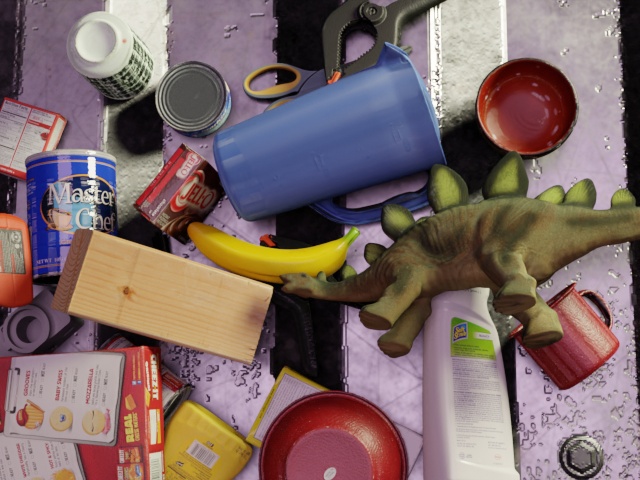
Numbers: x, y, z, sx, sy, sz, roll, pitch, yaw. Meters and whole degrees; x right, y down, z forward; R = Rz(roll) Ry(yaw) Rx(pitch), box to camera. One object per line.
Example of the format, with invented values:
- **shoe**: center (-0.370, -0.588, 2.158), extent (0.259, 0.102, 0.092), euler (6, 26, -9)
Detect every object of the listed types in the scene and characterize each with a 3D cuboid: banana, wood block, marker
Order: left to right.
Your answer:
- **wood block**: center (-0.168, 0.061, 1.143), extent (0.205, 0.090, 0.091), euler (19, 83, -23)
- **marker**: center (-0.174, 0.048, 1.229), extent (0.020, 0.020, 0.121), euler (-16, 80, 4)
- **banana**: center (-0.057, 0.015, 1.180), extent (0.198, 0.037, 0.069), euler (3, 48, 9)

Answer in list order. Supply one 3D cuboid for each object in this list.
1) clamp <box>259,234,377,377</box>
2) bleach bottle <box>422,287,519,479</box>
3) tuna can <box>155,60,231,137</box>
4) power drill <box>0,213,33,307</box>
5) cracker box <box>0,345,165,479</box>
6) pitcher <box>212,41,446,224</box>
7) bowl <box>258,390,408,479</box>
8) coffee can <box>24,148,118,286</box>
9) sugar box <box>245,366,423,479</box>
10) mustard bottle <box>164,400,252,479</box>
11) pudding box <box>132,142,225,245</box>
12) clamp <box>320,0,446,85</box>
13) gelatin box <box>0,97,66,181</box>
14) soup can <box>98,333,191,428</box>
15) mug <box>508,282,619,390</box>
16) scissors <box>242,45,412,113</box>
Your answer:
- **clamp**: center (-0.002, 0.056, 1.198), extent (0.120, 0.039, 0.171), euler (-28, 75, -14)
- **bleach bottle**: center (0.158, 0.137, 1.148), extent (0.102, 0.068, 0.251), euler (9, 73, -27)
- **tuna can**: center (-0.148, -0.165, 1.253), extent (0.086, 0.033, 0.086), euler (-1, 81, 7)
- **power drill**: center (-0.401, 0.055, 1.196), extent (0.188, 0.057, 0.184), euler (-16, 79, 36)
- **cracker box**: center (-0.274, 0.200, 1.126), extent (0.214, 0.072, 0.164), euler (-5, 82, 10)
- **pitcher**: center (0.014, -0.098, 1.184), extent (0.243, 0.145, 0.149), euler (-19, 67, 7)
- **bowl**: center (0.011, 0.238, 1.113), extent (0.162, 0.055, 0.162), euler (-1, 84, 5)
- **coffee can**: center (-0.281, -0.024, 1.211), extent (0.103, 0.103, 0.140), euler (-5, 81, 6)
- **sugar box**: center (0.018, 0.217, 1.167), extent (0.176, 0.048, 0.093), euler (27, 85, 6)
- **mustard bottle**: center (-0.165, 0.277, 1.169), extent (0.096, 0.058, 0.191), euler (37, 87, -8)
- **pudding box**: center (-0.154, -0.050, 1.195), extent (0.039, 0.113, 0.090), euler (38, 87, 14)
- **clamp**: center (0.070, -0.258, 1.234), extent (0.164, 0.036, 0.210), euler (19, 76, 9)
- **gelatin box**: center (-0.354, -0.118, 1.272), extent (0.073, 0.030, 0.089), euler (18, 83, 11)
- **soup can**: center (-0.204, 0.159, 1.190), extent (0.102, 0.068, 0.068), euler (34, 86, 10)
- **mug**: center (0.269, 0.099, 1.140), extent (0.117, 0.093, 0.081), euler (-36, 82, -33)
- **scissors**: center (0.009, -0.174, 1.245), extent (0.202, 0.016, 0.096), euler (-4, 81, 6)
